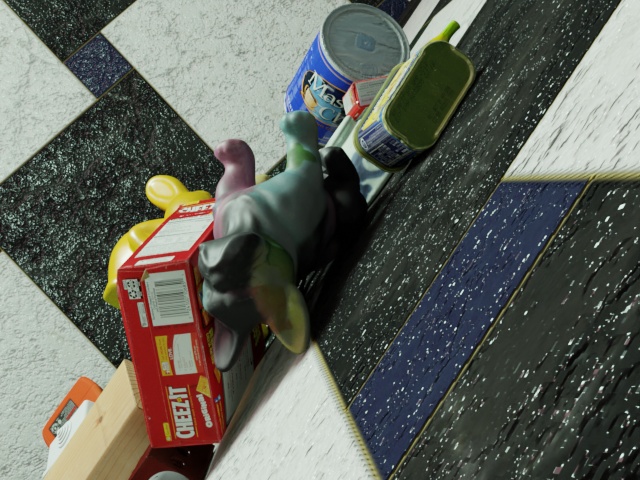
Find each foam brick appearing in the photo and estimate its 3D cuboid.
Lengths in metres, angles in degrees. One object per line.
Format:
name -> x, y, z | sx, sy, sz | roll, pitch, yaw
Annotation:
foam brick -> -0.133, 0.202, 0.934 | 0.051, 0.053, 0.078 | -55, 6, 15

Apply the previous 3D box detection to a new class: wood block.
wood block -> -0.205, 0.235, 1.048 | 0.206, 0.090, 0.091 | -55, 28, 11

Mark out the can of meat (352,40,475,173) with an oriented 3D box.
can of meat -> 0.080, -0.116, 0.916 | 0.102, 0.057, 0.084 | -58, 8, -14

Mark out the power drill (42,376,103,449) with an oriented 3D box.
power drill -> -0.258, 0.233, 1.403 | 0.184, 0.057, 0.187 | -56, -35, 3

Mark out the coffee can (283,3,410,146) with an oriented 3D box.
coffee can -> 0.027, -0.183, 1.199 | 0.102, 0.103, 0.140 | -59, 4, -31

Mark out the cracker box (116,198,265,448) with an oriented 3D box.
cracker box -> -0.112, 0.066, 0.971 | 0.213, 0.072, 0.164 | -68, -30, -72

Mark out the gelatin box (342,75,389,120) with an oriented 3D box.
gelatin box -> 0.072, -0.150, 1.084 | 0.089, 0.030, 0.073 | -13, -2, -7
